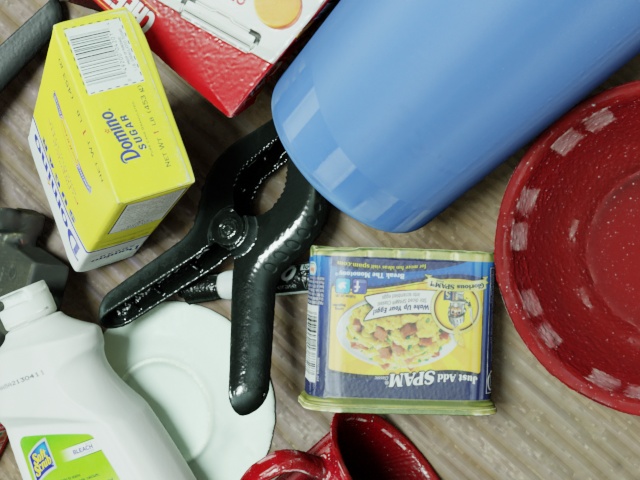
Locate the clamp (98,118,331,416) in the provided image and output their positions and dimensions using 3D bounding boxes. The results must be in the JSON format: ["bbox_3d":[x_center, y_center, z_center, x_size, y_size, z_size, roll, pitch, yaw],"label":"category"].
[{"bbox_3d":[-0.054,0.001,0.602,0.120,0.039,0.171,19,79,23],"label":"clamp"}]

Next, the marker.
[{"bbox_3d":[-0.028,0.023,0.616,0.121,0.020,0.020,-6,89,19],"label":"marker"}]

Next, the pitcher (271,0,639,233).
[{"bbox_3d":[0.087,-0.121,0.504,0.243,0.149,0.145,-44,77,31],"label":"pitcher"}]

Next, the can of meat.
[{"bbox_3d":[0.041,0.046,0.560,0.102,0.057,0.084,2,89,-7],"label":"can of meat"}]

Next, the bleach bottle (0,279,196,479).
[{"bbox_3d":[-0.114,0.140,0.606,0.103,0.068,0.251,-22,93,19],"label":"bleach bottle"}]

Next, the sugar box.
[{"bbox_3d":[-0.119,-0.045,0.573,0.048,0.176,0.093,-18,83,-24],"label":"sugar box"}]

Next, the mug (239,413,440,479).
[{"bbox_3d":[0.004,0.145,0.562,0.082,0.117,0.093,-44,38,20],"label":"mug"}]
